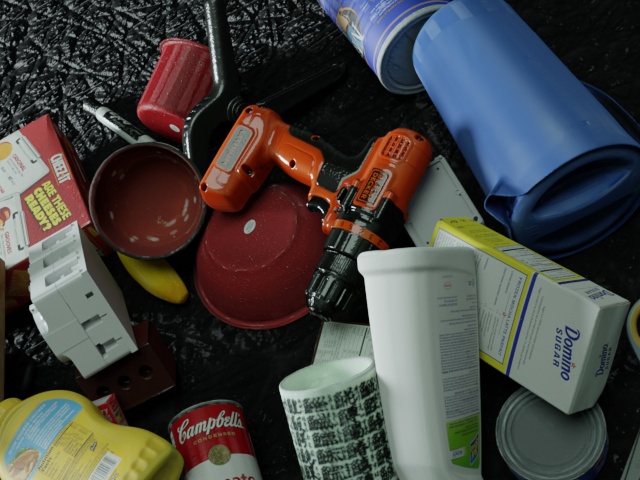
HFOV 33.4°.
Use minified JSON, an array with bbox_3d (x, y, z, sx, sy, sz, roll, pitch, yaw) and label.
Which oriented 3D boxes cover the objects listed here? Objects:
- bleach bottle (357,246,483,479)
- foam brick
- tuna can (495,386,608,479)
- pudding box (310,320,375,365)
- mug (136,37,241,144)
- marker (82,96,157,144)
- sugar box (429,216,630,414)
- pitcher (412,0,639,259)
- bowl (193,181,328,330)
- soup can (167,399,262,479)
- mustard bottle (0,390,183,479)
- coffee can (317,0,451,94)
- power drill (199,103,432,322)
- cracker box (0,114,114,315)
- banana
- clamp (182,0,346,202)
[{"bbox_3d":[0.085,0.131,0.826,0.068,0.102,0.251,-6,87,38],"label":"bleach bottle"},{"bbox_3d":[-0.179,0.119,0.984,0.078,0.053,0.051,-27,23,5],"label":"foam brick"},{"bbox_3d":[0.185,0.156,0.848,0.086,0.033,0.086,-9,59,15],"label":"tuna can"},{"bbox_3d":[0.046,0.119,0.919,0.114,0.039,0.090,6,63,21],"label":"pudding box"},{"bbox_3d":[-0.149,-0.152,1.124,0.117,0.093,0.081,4,66,45],"label":"mug"},{"bbox_3d":[-0.222,-0.127,1.172,0.121,0.020,0.020,35,78,32],"label":"marker"},{"bbox_3d":[0.155,0.055,0.855,0.176,0.048,0.093,32,118,42],"label":"sugar box"},{"bbox_3d":[0.187,-0.111,0.956,0.145,0.149,0.243,-38,51,15],"label":"pitcher"},{"bbox_3d":[-0.057,0.001,1.015,0.162,0.055,0.162,-9,58,15],"label":"bowl"},{"bbox_3d":[-0.086,0.196,0.906,0.068,0.068,0.102,-24,56,6],"label":"soup can"},{"bbox_3d":[-0.212,0.177,0.887,0.192,0.058,0.096,21,67,30],"label":"mustard bottle"},{"bbox_3d":[0.070,-0.229,1.071,0.103,0.102,0.140,-33,55,0],"label":"coffee can"},{"bbox_3d":[-0.014,-0.035,0.952,0.188,0.057,0.184,22,75,28],"label":"power drill"},{"bbox_3d":[-0.340,-0.009,1.118,0.213,0.072,0.164,-30,57,1],"label":"cracker box"},{"bbox_3d":[-0.180,-0.014,1.081,0.070,0.037,0.198,-20,56,9],"label":"banana"},{"bbox_3d":[-0.070,-0.129,1.078,0.036,0.164,0.210,8,79,69],"label":"clamp"}]
